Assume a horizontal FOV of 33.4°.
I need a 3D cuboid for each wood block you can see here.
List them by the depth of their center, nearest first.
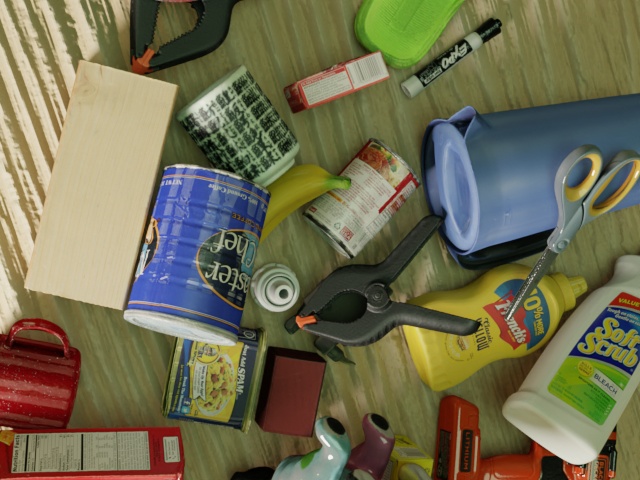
[{"bbox_3d":[-0.201,-0.050,0.975,0.090,0.090,0.206,14,91,-13],"label":"wood block"}]

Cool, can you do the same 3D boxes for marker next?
[{"bbox_3d":[0.133,-0.185,1.071,0.121,0.020,0.020,-37,101,-7],"label":"marker"}]

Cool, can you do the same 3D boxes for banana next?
[{"bbox_3d":[-0.059,-0.010,1.021,0.198,0.070,0.037,-44,122,8],"label":"banana"}]

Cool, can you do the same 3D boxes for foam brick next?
[{"bbox_3d":[-0.029,0.148,1.047,0.051,0.053,0.078,11,93,-13],"label":"foam brick"}]

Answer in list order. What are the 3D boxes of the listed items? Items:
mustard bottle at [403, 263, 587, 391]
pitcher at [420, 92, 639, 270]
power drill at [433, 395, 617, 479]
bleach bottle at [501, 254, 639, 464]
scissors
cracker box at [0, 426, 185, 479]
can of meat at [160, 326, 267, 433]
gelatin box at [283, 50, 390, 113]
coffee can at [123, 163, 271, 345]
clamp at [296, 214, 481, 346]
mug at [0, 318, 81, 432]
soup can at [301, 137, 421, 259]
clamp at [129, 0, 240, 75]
[{"bbox_3d":[0.183,0.076,1.083,0.191,0.058,0.096,-20,106,-10],"label":"mustard bottle"},{"bbox_3d":[0.230,-0.066,1.056,0.242,0.149,0.145,-12,82,-14],"label":"pitcher"},{"bbox_3d":[0.216,0.205,1.098,0.187,0.057,0.184,8,82,-11],"label":"power drill"},{"bbox_3d":[0.287,0.097,1.081,0.102,0.068,0.250,35,65,1],"label":"bleach bottle"},{"bbox_3d":[0.217,-0.012,0.996,0.096,0.016,0.202,30,109,-39],"label":"scissors"},{"bbox_3d":[-0.235,0.254,0.972,0.213,0.072,0.164,1,121,-13],"label":"cracker box"},{"bbox_3d":[-0.104,0.128,1.028,0.084,0.057,0.102,11,92,-11],"label":"can of meat"},{"bbox_3d":[0.014,-0.152,1.021,0.089,0.073,0.030,-22,98,-9],"label":"gelatin box"},{"bbox_3d":[-0.109,0.014,0.957,0.102,0.103,0.140,16,77,-13],"label":"coffee can"},{"bbox_3d":[0.065,0.062,1.015,0.171,0.039,0.120,-28,70,4],"label":"clamp"},{"bbox_3d":[-0.264,0.121,0.973,0.081,0.093,0.117,13,114,-18],"label":"mug"},{"bbox_3d":[0.040,-0.040,1.038,0.068,0.068,0.102,43,85,-12],"label":"soup can"},{"bbox_3d":[-0.103,-0.233,0.989,0.164,0.036,0.210,29,72,-14],"label":"clamp"}]
